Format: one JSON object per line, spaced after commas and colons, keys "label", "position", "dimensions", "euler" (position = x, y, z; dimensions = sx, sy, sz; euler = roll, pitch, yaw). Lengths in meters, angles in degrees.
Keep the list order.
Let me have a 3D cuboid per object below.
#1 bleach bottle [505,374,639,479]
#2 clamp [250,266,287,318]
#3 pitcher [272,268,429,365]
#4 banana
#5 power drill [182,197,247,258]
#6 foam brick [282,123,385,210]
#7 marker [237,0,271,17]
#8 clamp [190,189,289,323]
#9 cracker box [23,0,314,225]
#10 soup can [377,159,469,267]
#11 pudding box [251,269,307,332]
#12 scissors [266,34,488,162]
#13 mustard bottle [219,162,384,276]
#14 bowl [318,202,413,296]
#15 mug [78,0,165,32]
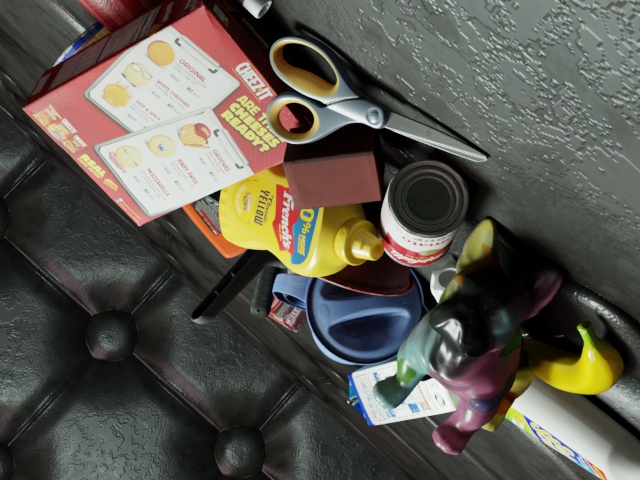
{"label": "bleach bottle", "position": [0.270, 0.198, 1.105], "dimensions": [0.251, 0.068, 0.102], "euler": [35, 167, 22]}
{"label": "clamp", "position": [-0.053, -0.001, 1.313], "dimensions": [0.039, 0.171, 0.120], "euler": [12, -158, -1]}
{"label": "pitcher", "position": [0.035, 0.087, 1.296], "dimensions": [0.149, 0.145, 0.243], "euler": [59, 173, 7]}
{"label": "banana", "position": [0.234, 0.111, 0.985], "dimensions": [0.069, 0.037, 0.198], "euler": [62, 168, 6]}
{"label": "power drill", "position": [-0.117, -0.039, 1.370], "dimensions": [0.184, 0.057, 0.187], "euler": [50, -173, -13]}
{"label": "foam brick", "position": [0.013, -0.065, 0.899], "dimensions": [0.078, 0.053, 0.051], "euler": [-6, 129, 12]}
{"label": "marker", "position": [-0.090, -0.225, 0.864], "dimensions": [0.121, 0.020, 0.020], "euler": [41, 168, 6]}
{"label": "clamp", "position": [-0.058, 0.001, 1.149], "dimensions": [0.036, 0.209, 0.164], "euler": [25, 116, 58]}
{"label": "cracker box", "position": [-0.129, -0.120, 0.955], "dimensions": [0.214, 0.072, 0.164], "euler": [-22, 126, 28]}
{"label": "soup can", "position": [0.086, -0.022, 0.898], "dimensions": [0.068, 0.068, 0.102], "euler": [40, 168, 9]}
{"label": "pudding box", "position": [-0.031, 0.061, 1.451], "dimensions": [0.039, 0.113, 0.090], "euler": [46, 168, -33]}
{"label": "scissors", "position": [0.031, -0.087, 0.847], "dimensions": [0.202, 0.096, 0.016], "euler": [40, -149, 17]}
{"label": "mustard bottle", "position": [-0.014, -0.019, 0.975], "dimensions": [0.058, 0.096, 0.192], "euler": [4, -165, -45]}
{"label": "bowl", "position": [0.028, -0.005, 1.072], "dimensions": [0.162, 0.055, 0.162], "euler": [19, -163, -6]}
{"label": "mug", "position": [-0.175, -0.239, 0.941], "dimensions": [0.117, 0.093, 0.081], "euler": [-1, 145, 44]}
